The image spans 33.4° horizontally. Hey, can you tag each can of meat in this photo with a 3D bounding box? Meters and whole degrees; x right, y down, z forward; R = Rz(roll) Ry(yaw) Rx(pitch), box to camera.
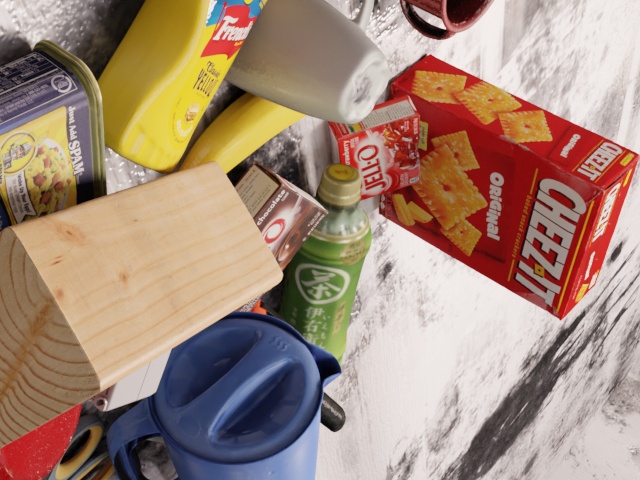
[{"bbox_3d":[-0.167,-0.045,0.578,0.083,0.057,0.102,-35,147,-36],"label":"can of meat"}]

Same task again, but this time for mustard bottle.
[{"bbox_3d":[-0.071,-0.135,0.639,0.191,0.058,0.096,-60,168,3],"label":"mustard bottle"}]

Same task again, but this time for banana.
[{"bbox_3d":[-0.028,-0.093,0.789,0.197,0.037,0.070,-31,143,-43],"label":"banana"}]

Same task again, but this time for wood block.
[{"bbox_3d":[-0.116,0.029,0.604,0.091,0.090,0.205,-30,180,26],"label":"wood block"}]

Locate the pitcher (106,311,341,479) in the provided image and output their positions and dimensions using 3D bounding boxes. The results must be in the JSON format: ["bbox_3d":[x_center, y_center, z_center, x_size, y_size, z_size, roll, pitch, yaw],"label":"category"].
[{"bbox_3d":[-0.072,0.180,0.891,0.243,0.149,0.145,89,24,-52],"label":"pitcher"}]

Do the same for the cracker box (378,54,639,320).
[{"bbox_3d":[0.157,-0.047,0.961,0.072,0.214,0.164,-39,149,-34],"label":"cracker box"}]

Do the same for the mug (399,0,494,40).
[{"bbox_3d":[0.087,-0.207,0.811,0.093,0.082,0.117,-41,150,-31],"label":"mug"}]

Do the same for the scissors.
[{"bbox_3d":[-0.225,0.202,0.801,0.201,0.016,0.096,-35,144,-38],"label":"scissors"}]

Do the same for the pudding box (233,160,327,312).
[{"bbox_3d":[-0.055,0.001,0.836,0.113,0.039,0.090,-53,155,4],"label":"pudding box"}]

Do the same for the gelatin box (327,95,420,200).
[{"bbox_3d":[0.047,-0.075,0.915,0.073,0.030,0.089,-18,143,-8],"label":"gelatin box"}]
